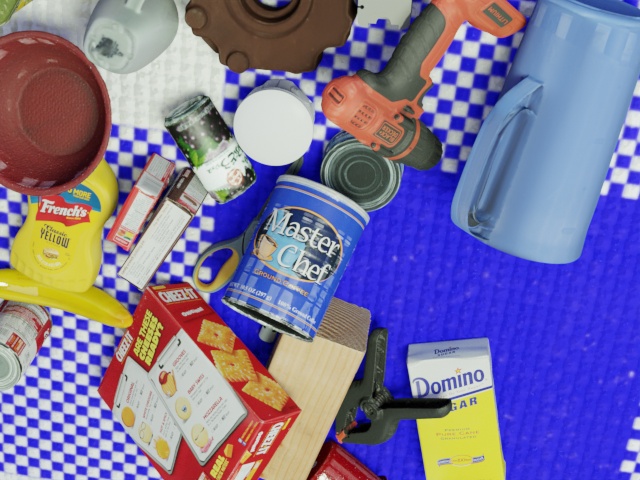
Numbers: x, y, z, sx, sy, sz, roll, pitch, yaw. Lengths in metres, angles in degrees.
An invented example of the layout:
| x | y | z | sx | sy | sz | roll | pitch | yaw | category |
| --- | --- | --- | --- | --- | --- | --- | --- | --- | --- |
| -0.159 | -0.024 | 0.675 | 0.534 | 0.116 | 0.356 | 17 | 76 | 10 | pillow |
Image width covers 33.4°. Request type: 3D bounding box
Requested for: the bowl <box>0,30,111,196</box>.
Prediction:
| x | y | z | sx | sy | sz | roll | pitch | yaw | category |
| --- | --- | --- | --- | --- | --- | --- | --- | --- | --- |
| -0.274 | -0.127 | 1.064 | 0.162 | 0.055 | 0.162 | 2 | 100 | 12 | bowl |

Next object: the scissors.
| x | y | z | sx | sy | sz | roll | pitch | yaw | category |
| --- | --- | --- | --- | --- | --- | --- | --- | --- | --- |
| -0.058 | 0.001 | 1.165 | 0.096 | 0.016 | 0.202 | 43 | 114 | -16 | scissors |

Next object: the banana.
| x | y | z | sx | sy | sz | roll | pitch | yaw | category |
| --- | --- | --- | --- | --- | --- | --- | --- | --- | --- |
| -0.302 | 0.064 | 1.199 | 0.198 | 0.069 | 0.037 | 10 | 116 | 1 | banana |

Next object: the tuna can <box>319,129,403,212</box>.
| x | y | z | sx | sy | sz | roll | pitch | yaw | category |
| --- | --- | --- | --- | --- | --- | --- | --- | --- | --- |
| 0.042 | -0.073 | 1.103 | 0.086 | 0.033 | 0.086 | 3 | 117 | 6 | tuna can |

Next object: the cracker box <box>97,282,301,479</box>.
| x | y | z | sx | sy | sz | roll | pitch | yaw | category |
| --- | --- | --- | --- | --- | --- | --- | --- | --- | --- |
| -0.138 | 0.175 | 1.173 | 0.214 | 0.071 | 0.164 | 45 | 120 | 29 | cracker box |

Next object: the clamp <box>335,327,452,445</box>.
| x | y | z | sx | sy | sz | roll | pitch | yaw | category |
| --- | --- | --- | --- | --- | --- | --- | --- | --- | --- |
| 0.061 | 0.173 | 1.204 | 0.172 | 0.039 | 0.120 | -39 | 79 | 42 | clamp |

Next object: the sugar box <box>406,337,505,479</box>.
| x | y | z | sx | sy | sz | roll | pitch | yaw | category |
| --- | --- | --- | --- | --- | --- | --- | --- | --- | --- |
| 0.156 | 0.199 | 1.218 | 0.093 | 0.048 | 0.176 | -7 | 117 | 11 | sugar box |

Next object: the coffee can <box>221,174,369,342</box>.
| x | y | z | sx | sy | sz | roll | pitch | yaw | category |
| --- | --- | --- | --- | --- | --- | --- | --- | --- | --- |
| -0.025 | 0.019 | 1.078 | 0.102 | 0.103 | 0.140 | 26 | 79 | -6 | coffee can |

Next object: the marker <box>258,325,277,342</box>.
| x | y | z | sx | sy | sz | roll | pitch | yaw | category |
| --- | --- | --- | --- | --- | --- | --- | --- | --- | --- |
| -0.041 | 0.062 | 1.190 | 0.020 | 0.020 | 0.121 | 21 | 117 | -3 | marker |

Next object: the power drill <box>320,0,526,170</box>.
| x | y | z | sx | sy | sz | roll | pitch | yaw | category |
| --- | --- | --- | --- | --- | --- | --- | --- | --- | --- |
| 0.107 | -0.157 | 1.006 | 0.188 | 0.057 | 0.184 | -51 | 146 | 12 | power drill |

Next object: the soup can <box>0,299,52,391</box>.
| x | y | z | sx | sy | sz | roll | pitch | yaw | category |
| --- | --- | --- | --- | --- | --- | --- | --- | --- | --- |
| -0.354 | 0.116 | 1.214 | 0.068 | 0.102 | 0.068 | 3 | 117 | 6 | soup can |

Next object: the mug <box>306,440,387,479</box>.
| x | y | z | sx | sy | sz | roll | pitch | yaw | category |
| --- | --- | --- | --- | --- | --- | --- | --- | --- | --- |
| 0.016 | 0.298 | 1.251 | 0.081 | 0.117 | 0.093 | 40 | 127 | -8 | mug |

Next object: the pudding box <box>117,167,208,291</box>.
| x | y | z | sx | sy | sz | roll | pitch | yaw | category |
| --- | --- | --- | --- | --- | --- | --- | --- | --- | --- |
| -0.164 | -0.013 | 1.130 | 0.039 | 0.090 | 0.114 | 31 | 116 | -8 | pudding box |

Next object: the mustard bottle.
| x | y | z | sx | sy | sz | roll | pitch | yaw | category |
| --- | --- | --- | --- | --- | --- | --- | --- | --- | --- |
| -0.269 | -0.041 | 1.148 | 0.096 | 0.058 | 0.192 | 22 | 117 | 2 | mustard bottle |

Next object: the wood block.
| x | y | z | sx | sy | sz | roll | pitch | yaw | category |
| --- | --- | --- | --- | --- | --- | --- | --- | --- | --- |
| -0.023 | 0.167 | 1.202 | 0.090 | 0.090 | 0.206 | 21 | 117 | -3 | wood block |

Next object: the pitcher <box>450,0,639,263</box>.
| x | y | z | sx | sy | sz | roll | pitch | yaw | category |
| --- | --- | --- | --- | --- | --- | --- | --- | --- | --- |
| 0.215 | -0.108 | 1.004 | 0.145 | 0.149 | 0.243 | 15 | 114 | 0 | pitcher |

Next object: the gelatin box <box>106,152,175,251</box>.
| x | y | z | sx | sy | sz | roll | pitch | yaw | category |
| --- | --- | --- | --- | --- | --- | --- | --- | --- | --- |
| -0.187 | -0.042 | 1.119 | 0.030 | 0.089 | 0.073 | 29 | 117 | -9 | gelatin box |
